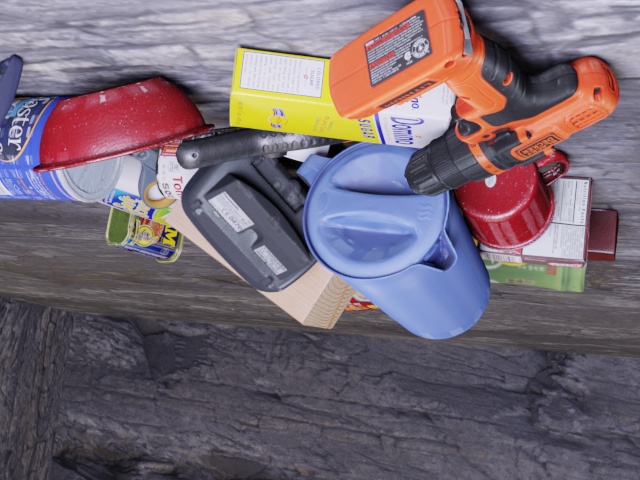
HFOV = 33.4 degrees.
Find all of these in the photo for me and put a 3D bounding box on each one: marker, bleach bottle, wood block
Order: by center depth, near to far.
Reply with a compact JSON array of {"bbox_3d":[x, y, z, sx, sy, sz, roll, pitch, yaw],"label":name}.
[{"bbox_3d":[0.025,-0.082,1.123,0.020,0.020,0.121,4,170,16],"label":"marker"},{"bbox_3d":[-0.057,0.001,1.184,0.206,0.091,0.090,35,-174,23],"label":"wood block"},{"bbox_3d":[-0.231,-0.068,1.263,0.250,0.068,0.103,16,161,-33],"label":"bleach bottle"}]

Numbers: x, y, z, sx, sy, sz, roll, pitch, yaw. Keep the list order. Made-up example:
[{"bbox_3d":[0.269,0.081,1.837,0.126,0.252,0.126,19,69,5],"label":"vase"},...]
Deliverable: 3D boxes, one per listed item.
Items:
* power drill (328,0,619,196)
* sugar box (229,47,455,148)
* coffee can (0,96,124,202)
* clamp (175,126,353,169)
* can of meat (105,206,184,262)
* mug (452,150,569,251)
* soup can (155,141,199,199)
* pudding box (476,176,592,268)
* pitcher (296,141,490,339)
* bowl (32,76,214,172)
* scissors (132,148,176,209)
[{"bbox_3d":[0.094,-0.096,0.761,0.185,0.057,0.187,-29,151,35],"label":"power drill"},{"bbox_3d":[0.015,-0.113,0.872,0.176,0.048,0.093,9,170,-3],"label":"sugar box"},{"bbox_3d":[-0.279,-0.090,1.049,0.140,0.103,0.102,3,169,26],"label":"coffee can"},{"bbox_3d":[-0.050,-0.089,0.945,0.171,0.039,0.120,-10,-163,5],"label":"clamp"},{"bbox_3d":[-0.220,-0.031,1.362,0.083,0.102,0.058,19,166,-42],"label":"can of meat"},{"bbox_3d":[0.184,-0.050,1.024,0.117,0.093,0.081,-27,156,11],"label":"mug"},{"bbox_3d":[-0.115,-0.074,1.127,0.102,0.068,0.068,5,170,17],"label":"soup can"},{"bbox_3d":[0.224,-0.022,1.114,0.113,0.090,0.039,5,169,13],"label":"pudding box"},{"bbox_3d":[0.078,0.006,1.021,0.145,0.149,0.242,-13,155,17],"label":"pitcher"},{"bbox_3d":[-0.176,-0.105,0.924,0.162,0.055,0.162,-13,-169,2],"label":"bowl"},{"bbox_3d":[-0.202,-0.082,1.162,0.096,0.016,0.201,-45,144,23],"label":"scissors"}]
